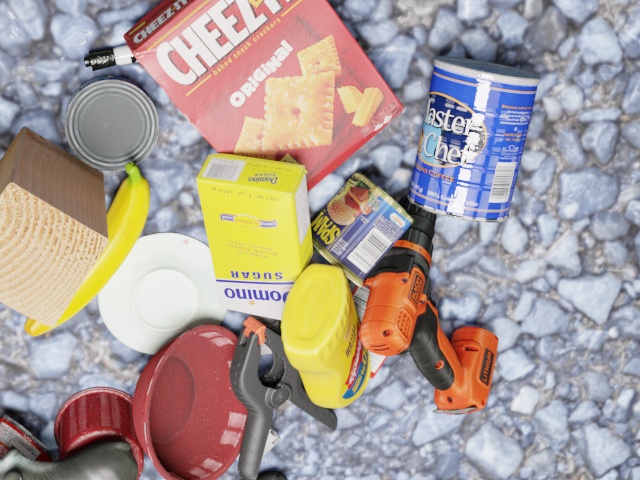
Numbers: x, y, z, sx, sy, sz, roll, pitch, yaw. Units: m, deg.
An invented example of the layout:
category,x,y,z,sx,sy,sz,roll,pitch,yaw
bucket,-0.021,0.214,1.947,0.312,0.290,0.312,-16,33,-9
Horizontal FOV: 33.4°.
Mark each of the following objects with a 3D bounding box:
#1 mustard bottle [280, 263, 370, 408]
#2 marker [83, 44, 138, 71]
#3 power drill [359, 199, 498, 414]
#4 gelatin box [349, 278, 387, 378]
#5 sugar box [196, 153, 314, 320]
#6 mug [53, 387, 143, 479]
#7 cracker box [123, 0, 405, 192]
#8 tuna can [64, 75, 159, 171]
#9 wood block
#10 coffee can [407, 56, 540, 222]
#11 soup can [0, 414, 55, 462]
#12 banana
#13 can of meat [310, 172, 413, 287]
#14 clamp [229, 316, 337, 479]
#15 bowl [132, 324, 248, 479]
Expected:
category,x,y,z,sx,sy,sz,roll,pitch,yaw
mustard bottle,0.012,0.108,1.033,0.058,0.096,0.191,6,150,16
marker,-0.158,-0.176,0.985,0.121,0.020,0.020,-12,110,-8
power drill,0.113,0.073,1.077,0.057,0.184,0.187,-11,134,37
gelatin box,0.045,0.089,1.113,0.073,0.030,0.089,29,100,-18
sugar box,-0.056,0.001,0.997,0.093,0.048,0.176,10,135,15
mug,-0.218,0.216,1.068,0.093,0.081,0.117,-11,110,-9
cracker box,-0.047,-0.151,0.976,0.164,0.072,0.213,-39,121,3
tuna can,-0.194,-0.109,0.991,0.086,0.034,0.086,-4,109,-11
wood block,-0.244,-0.018,0.917,0.090,0.206,0.090,31,99,-20
coffee can,0.147,-0.099,1.034,0.102,0.103,0.140,6,107,-15
soup can,-0.318,0.229,1.036,0.068,0.069,0.102,49,66,-22
banana,-0.213,0.009,1.013,0.069,0.037,0.198,14,112,-56
can of meat,0.036,-0.014,1.039,0.057,0.102,0.084,40,93,-23
clamp,-0.054,0.160,1.071,0.120,0.039,0.171,-39,122,-25
bowl,-0.135,0.161,1.057,0.161,0.055,0.162,-8,100,-53
